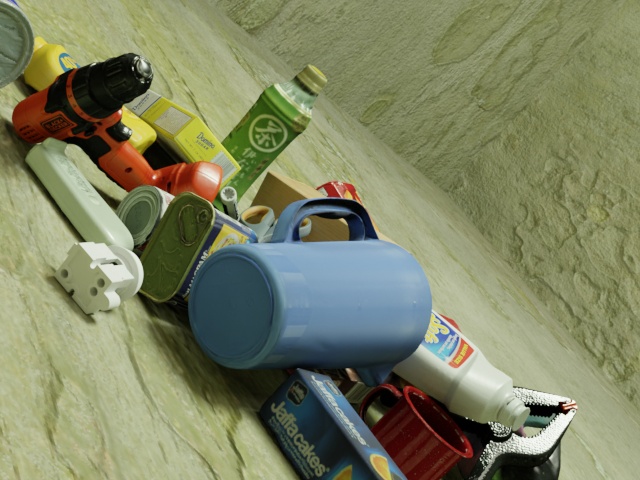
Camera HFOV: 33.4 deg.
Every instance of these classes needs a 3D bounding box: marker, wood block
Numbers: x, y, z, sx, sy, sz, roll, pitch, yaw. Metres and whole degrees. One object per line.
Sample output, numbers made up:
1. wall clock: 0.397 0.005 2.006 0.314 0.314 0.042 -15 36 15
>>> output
1. marker: -0.109 -0.036 1.301 0.020 0.020 0.121 46 -13 12
2. wood block: 0.003 0.002 1.337 0.090 0.091 0.206 19 12 -46

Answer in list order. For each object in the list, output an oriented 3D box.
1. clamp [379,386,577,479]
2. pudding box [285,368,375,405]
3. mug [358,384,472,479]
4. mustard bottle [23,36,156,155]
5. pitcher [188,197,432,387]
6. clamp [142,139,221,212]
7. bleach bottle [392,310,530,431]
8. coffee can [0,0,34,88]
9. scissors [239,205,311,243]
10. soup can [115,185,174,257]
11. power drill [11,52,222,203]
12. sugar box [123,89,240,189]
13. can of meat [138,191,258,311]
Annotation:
1. clamp: 0.183 0.214 1.127 0.209 0.036 0.164 -6 54 -16
2. pudding box: -0.001 0.128 1.127 0.090 0.039 0.113 49 13 30
3. mug: 0.081 0.196 1.053 0.117 0.081 0.093 49 13 25
4. mustard bottle: -0.275 -0.164 1.206 0.191 0.058 0.096 42 10 -3
5. pitcher: -0.010 0.050 1.003 0.149 0.145 0.242 45 22 28
6. clamp: -0.165 -0.067 1.258 0.171 0.039 0.120 44 -8 18
7. bleach bottle: 0.118 0.118 1.138 0.251 0.068 0.102 34 31 31
8. coffee can: -0.351 -0.224 1.046 0.102 0.103 0.140 30 17 -49
9. scissors: -0.058 0.002 1.227 0.096 0.016 0.201 4 22 -3
10. soup can: -0.145 -0.005 1.046 0.102 0.068 0.069 31 17 -45
11. power drill: -0.184 -0.099 1.046 0.187 0.185 0.057 43 50 -34
12. sugar box: -0.172 -0.128 1.311 0.093 0.048 0.176 52 -9 -35
13. can of meat: -0.112 0.018 0.989 0.058 0.102 0.083 26 -3 36
